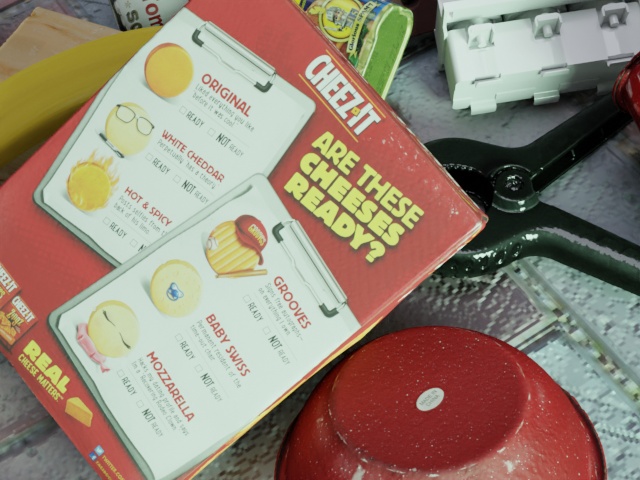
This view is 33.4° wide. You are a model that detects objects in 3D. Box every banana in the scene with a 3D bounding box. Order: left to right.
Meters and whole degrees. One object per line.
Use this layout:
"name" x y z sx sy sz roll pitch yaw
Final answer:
"banana" -0.121 -0.076 0.569 0.197 0.037 0.069 -15 54 -4

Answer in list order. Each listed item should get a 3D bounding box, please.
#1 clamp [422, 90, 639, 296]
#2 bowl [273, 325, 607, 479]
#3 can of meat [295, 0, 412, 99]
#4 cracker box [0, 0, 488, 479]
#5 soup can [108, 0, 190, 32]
"clamp" 0.116 -0.015 0.608 0.210 0.036 0.164 -10 53 -4
"bowl" 0.053 0.091 0.504 0.162 0.055 0.162 -7 39 5
"can of meat" -0.001 -0.112 0.660 0.084 0.102 0.057 27 17 20
"cracker box" -0.053 0.001 0.510 0.214 0.072 0.164 -42 84 11
"soup can" -0.098 -0.183 0.740 0.102 0.068 0.068 -20 54 -7
